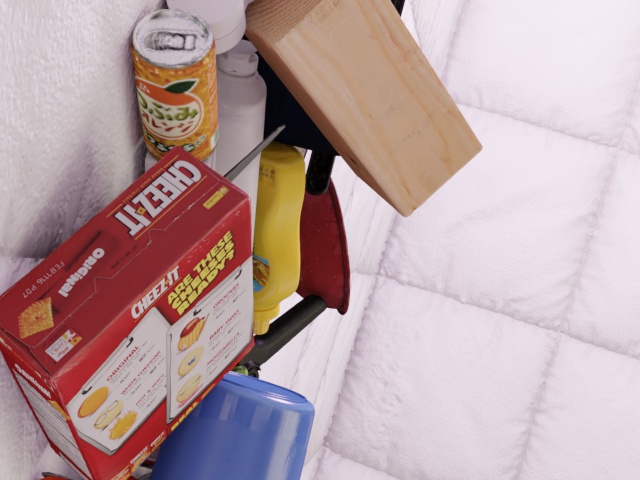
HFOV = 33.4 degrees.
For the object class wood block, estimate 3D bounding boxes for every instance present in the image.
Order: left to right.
[{"bbox_3d":[0.030,-0.125,0.829,0.090,0.091,0.206,-42,132,-1],"label":"wood block"}]

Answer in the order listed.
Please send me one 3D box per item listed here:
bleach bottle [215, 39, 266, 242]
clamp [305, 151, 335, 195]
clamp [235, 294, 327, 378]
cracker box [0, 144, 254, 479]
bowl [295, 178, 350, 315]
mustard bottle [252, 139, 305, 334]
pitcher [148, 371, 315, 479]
[{"bbox_3d":[-0.081,-0.041,0.885,0.102,0.068,0.251,-106,-157,-56],"label":"bleach bottle"},{"bbox_3d":[0.015,-0.140,1.071,0.120,0.039,0.171,103,2,-48],"label":"clamp"},{"bbox_3d":[-0.078,0.141,1.063,0.209,0.036,0.164,-4,105,-47],"label":"clamp"},{"bbox_3d":[-0.122,0.060,0.711,0.164,0.072,0.214,-45,160,-24],"label":"cracker box"},{"bbox_3d":[-0.011,0.005,1.162,0.162,0.055,0.162,172,-90,-81],"label":"bowl"},{"bbox_3d":[-0.056,0.001,0.990,0.058,0.096,0.192,-17,122,-36],"label":"mustard bottle"},{"bbox_3d":[-0.090,0.229,0.858,0.144,0.149,0.243,21,85,-58],"label":"pitcher"}]
